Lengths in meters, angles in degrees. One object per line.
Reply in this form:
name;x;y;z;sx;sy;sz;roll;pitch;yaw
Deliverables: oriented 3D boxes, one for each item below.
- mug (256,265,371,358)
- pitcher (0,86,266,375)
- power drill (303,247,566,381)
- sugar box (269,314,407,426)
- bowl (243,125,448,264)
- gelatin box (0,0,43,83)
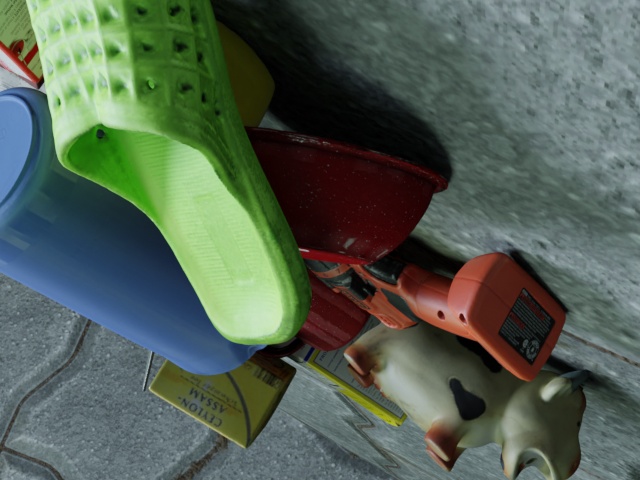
mug;-0.015;0.050;0.891;0.081;0.117;0.093;34;-174;-31
pitcher;-0.142;-0.007;0.732;0.149;0.145;0.242;-18;148;29
power drill;0.062;0.023;0.739;0.188;0.057;0.184;21;167;48
sugar box;0.022;0.085;0.974;0.176;0.093;0.048;35;167;-11
bowl;-0.010;-0.021;0.616;0.162;0.055;0.162;10;175;1
gelatin box;-0.173;-0.144;0.610;0.030;0.073;0.089;25;167;29
